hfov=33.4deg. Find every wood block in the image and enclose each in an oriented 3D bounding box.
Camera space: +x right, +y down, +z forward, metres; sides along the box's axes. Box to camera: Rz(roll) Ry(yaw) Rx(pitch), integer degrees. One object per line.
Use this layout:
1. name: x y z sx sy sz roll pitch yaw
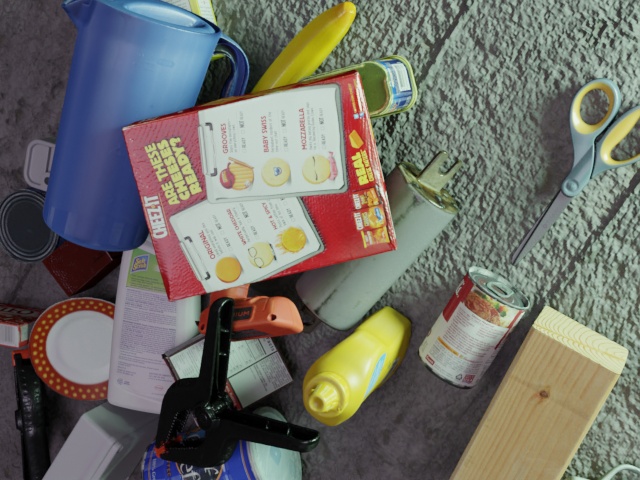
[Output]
1. wood block: 0.203 0.181 1.026 0.091 0.090 0.206 29 109 14

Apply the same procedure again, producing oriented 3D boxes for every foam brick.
1. foam brick: -0.256 0.017 1.184 0.078 0.051 0.053 -37 87 22

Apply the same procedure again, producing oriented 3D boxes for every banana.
1. banana: -0.032 -0.159 1.063 0.037 0.070 0.198 31 104 -27

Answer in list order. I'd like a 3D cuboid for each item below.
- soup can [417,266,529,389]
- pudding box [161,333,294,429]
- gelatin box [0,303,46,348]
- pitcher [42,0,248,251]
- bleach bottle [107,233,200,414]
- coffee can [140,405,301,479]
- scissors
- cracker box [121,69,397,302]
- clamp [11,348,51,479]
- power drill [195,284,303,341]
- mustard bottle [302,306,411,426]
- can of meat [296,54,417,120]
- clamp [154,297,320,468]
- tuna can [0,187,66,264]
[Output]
1. soup can: 0.148 0.086 1.040 0.068 0.068 0.102 34 110 11
2. pudding box: -0.097 0.134 1.123 0.113 0.039 0.090 -28 94 -16
3. gelatin box: -0.361 0.095 1.225 0.089 0.073 0.030 7 101 20
4. pitcher: -0.183 -0.114 1.049 0.149 0.144 0.243 27 110 22
5. bleach bottle: -0.168 0.057 1.153 0.102 0.068 0.251 9 99 4
6. coffee can: -0.105 0.245 1.143 0.140 0.102 0.103 -20 93 22
7. scissors: 0.231 -0.072 1.008 0.202 0.016 0.096 -40 84 22
8. cracker box: -0.052 -0.051 0.967 0.213 0.072 0.164 -13 101 3
9. clamp: -0.337 0.213 1.242 0.120 0.039 0.171 -26 69 61
10. power drill: -0.057 0.001 1.065 0.185 0.057 0.187 -13 68 34
11. mustard bottle: 0.029 0.127 1.024 0.058 0.191 0.096 36 110 10
12. can of meat: 0.033 -0.142 1.031 0.102 0.083 0.057 -12 96 21
13. clamp: -0.106 0.156 1.046 0.210 0.036 0.164 -31 84 41
14. tuna can: -0.325 -0.018 1.211 0.086 0.033 0.086 4 101 19
